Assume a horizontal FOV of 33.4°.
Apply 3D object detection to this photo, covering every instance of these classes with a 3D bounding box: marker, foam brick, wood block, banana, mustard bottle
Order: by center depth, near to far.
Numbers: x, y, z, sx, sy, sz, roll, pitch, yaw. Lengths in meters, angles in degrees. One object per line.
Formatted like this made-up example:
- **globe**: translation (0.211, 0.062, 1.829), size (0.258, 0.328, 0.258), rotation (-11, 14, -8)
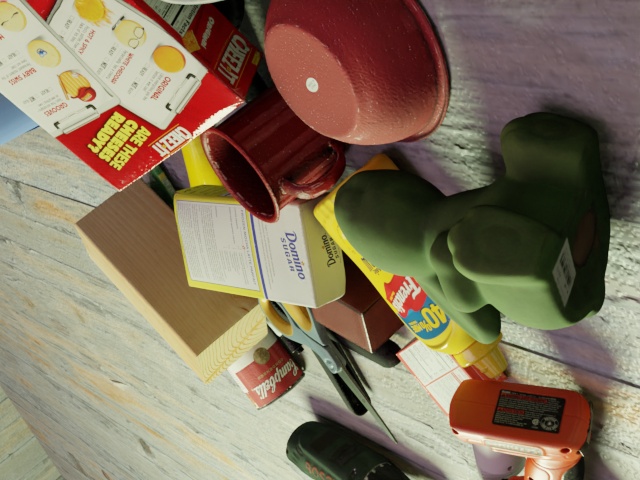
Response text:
- **mustard bottle**: translation (0.079, 0.028, 0.829), size (0.191, 0.058, 0.096), rotation (51, 150, 0)
- **foam brick**: translation (0.033, 0.053, 0.944), size (0.078, 0.053, 0.051), rotation (27, 146, 42)
- **banana**: translation (-0.119, -0.058, 1.064), size (0.070, 0.037, 0.198), rotation (41, 153, 19)
- **wood block**: translation (-0.159, 0.042, 1.144), size (0.206, 0.090, 0.090), rotation (44, 162, 21)
- **marker**: translation (-0.059, 0.075, 1.162), size (0.121, 0.020, 0.020), rotation (50, 155, 1)

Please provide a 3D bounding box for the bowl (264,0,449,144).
- **bowl**: translation (0.012, -0.124, 0.743), size (0.162, 0.055, 0.162), rotation (39, 152, 24)

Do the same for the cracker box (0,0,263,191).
- **cracker box**: translation (-0.175, -0.157, 0.804), size (0.213, 0.072, 0.164), rotation (41, 133, -23)

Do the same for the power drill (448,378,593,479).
- **power drill**: translation (0.151, 0.194, 0.868), size (0.185, 0.057, 0.187), rotation (3, 134, 19)

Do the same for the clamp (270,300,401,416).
- **clamp**: translation (-0.004, 0.075, 1.051), size (0.210, 0.036, 0.165), rotation (48, 154, 7)

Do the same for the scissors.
- **scissors**: translation (0.000, 0.111, 1.027), size (0.096, 0.016, 0.202), rotation (-17, 105, 59)

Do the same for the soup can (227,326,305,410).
- **soup can**: translation (-0.074, 0.131, 1.204), size (0.102, 0.068, 0.069), rotation (53, 155, -3)

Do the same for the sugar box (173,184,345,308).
- **sugar box**: translation (-0.056, 0.001, 0.940), size (0.177, 0.048, 0.093), rotation (6, 111, 44)

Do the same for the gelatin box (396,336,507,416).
- **gelatin box**: translation (0.111, 0.107, 0.914), size (0.073, 0.030, 0.089), rotation (50, 154, 5)

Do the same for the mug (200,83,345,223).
- **mug**: translation (-0.027, -0.070, 0.837), size (0.117, 0.081, 0.093), rotation (32, 154, 43)
